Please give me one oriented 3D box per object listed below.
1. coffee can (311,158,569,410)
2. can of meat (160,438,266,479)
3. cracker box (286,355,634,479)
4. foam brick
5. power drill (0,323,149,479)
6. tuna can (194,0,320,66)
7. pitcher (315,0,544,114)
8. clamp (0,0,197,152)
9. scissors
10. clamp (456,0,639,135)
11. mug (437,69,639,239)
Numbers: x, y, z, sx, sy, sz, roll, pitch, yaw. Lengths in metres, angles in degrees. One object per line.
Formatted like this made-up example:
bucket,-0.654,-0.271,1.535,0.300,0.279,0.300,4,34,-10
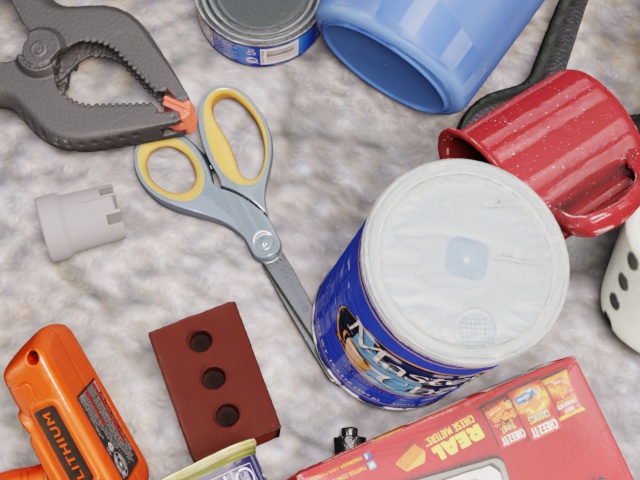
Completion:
coffee can,0.057,0.029,0.568,0.102,0.140,0.103,3,72,-10
can of meat,-0.043,0.156,0.555,0.057,0.102,0.084,-24,77,-10
cracker box,0.097,0.190,0.553,0.164,0.072,0.214,-21,79,-13
foam brick,-0.059,0.082,0.602,0.053,0.051,0.078,-21,75,-8
power drill,-0.198,0.117,0.544,0.188,0.057,0.184,-28,99,8
tuna can,-0.038,-0.156,0.684,0.086,0.034,0.086,0,73,-2
pitcher,0.095,-0.206,0.653,0.145,0.149,0.243,36,83,-19
clamp,-0.178,-0.104,0.657,0.210,0.036,0.164,29,81,10
scissors,-0.054,0.001,0.646,0.096,0.016,0.202,-13,74,-4
clamp,0.150,-0.066,0.661,0.120,0.039,0.171,42,82,15
mug,0.130,-0.038,0.585,0.081,0.117,0.093,-32,121,-10
